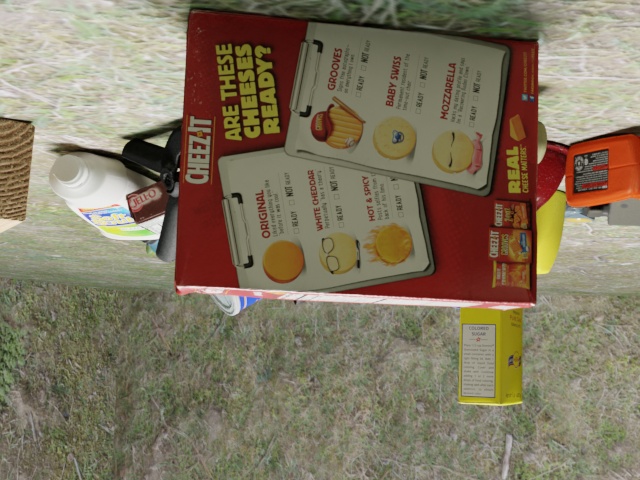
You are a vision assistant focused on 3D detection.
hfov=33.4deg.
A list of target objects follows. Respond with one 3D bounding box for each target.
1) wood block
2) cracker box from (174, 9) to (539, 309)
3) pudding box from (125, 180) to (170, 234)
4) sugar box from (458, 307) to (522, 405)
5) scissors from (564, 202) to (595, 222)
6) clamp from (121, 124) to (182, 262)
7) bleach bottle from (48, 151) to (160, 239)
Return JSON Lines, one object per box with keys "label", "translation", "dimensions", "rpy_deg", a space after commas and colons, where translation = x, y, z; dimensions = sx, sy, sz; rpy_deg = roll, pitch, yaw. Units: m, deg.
{"label": "wood block", "translation": [-0.341, -0.057, 1.020], "dimensions": [0.090, 0.091, 0.206], "rpy_deg": [6, 173, -25]}
{"label": "cracker box", "translation": [0.021, -0.044, 0.650], "dimensions": [0.213, 0.164, 0.072], "rpy_deg": [3, 172, -8]}
{"label": "pudding box", "translation": [-0.137, -0.046, 1.110], "dimensions": [0.113, 0.039, 0.090], "rpy_deg": [-20, 173, 2]}
{"label": "sugar box", "translation": [0.158, 0.061, 0.976], "dimensions": [0.048, 0.176, 0.093], "rpy_deg": [2, 175, 22]}
{"label": "scissors", "translation": [0.318, -0.038, 1.280], "dimensions": [0.096, 0.016, 0.202], "rpy_deg": [3, 174, -21]}
{"label": "clamp", "translation": [-0.121, -0.046, 0.952], "dimensions": [0.039, 0.120, 0.172], "rpy_deg": [-23, -174, -33]}
{"label": "bleach bottle", "translation": [-0.237, -0.052, 1.169], "dimensions": [0.102, 0.068, 0.250], "rpy_deg": [1, 171, 10]}
